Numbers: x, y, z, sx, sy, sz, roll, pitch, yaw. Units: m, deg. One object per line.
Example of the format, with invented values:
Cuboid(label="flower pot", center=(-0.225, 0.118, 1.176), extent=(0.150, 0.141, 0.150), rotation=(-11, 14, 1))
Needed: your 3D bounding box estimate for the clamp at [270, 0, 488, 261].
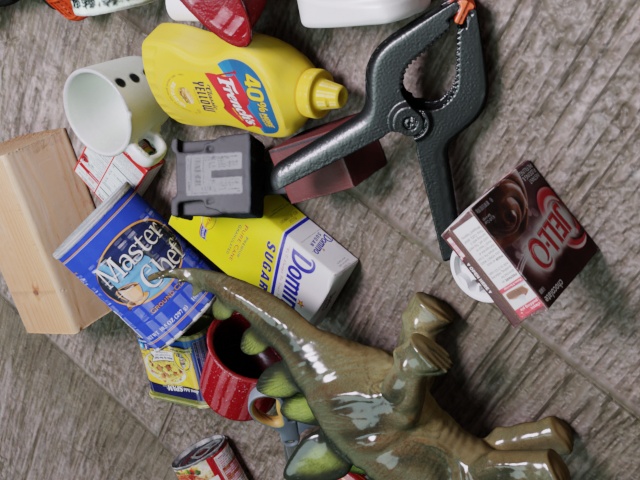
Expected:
Cuboid(label="clamp", center=(0.059, -0.095, 0.825), extent=(0.164, 0.036, 0.210), rotation=(16, 117, -2))

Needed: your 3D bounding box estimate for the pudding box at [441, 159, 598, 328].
Cuboid(label="pudding box", center=(0.149, 0.000, 0.790), extent=(0.090, 0.113, 0.039), rotation=(51, 132, 2))

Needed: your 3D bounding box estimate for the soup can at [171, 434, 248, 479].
Cuboid(label="soup can", center=(-0.114, 0.279, 1.200), extent=(0.069, 0.068, 0.102), rotation=(-19, 103, 44))

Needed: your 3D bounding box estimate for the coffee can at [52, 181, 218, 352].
Cuboid(label="coffee can", center=(-0.178, 0.026, 1.057), extent=(0.140, 0.102, 0.103), rotation=(45, 136, -11))

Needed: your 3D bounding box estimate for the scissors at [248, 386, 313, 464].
Cuboid(label="scissors", center=(-0.014, 0.192, 1.075), extent=(0.096, 0.016, 0.201), rotation=(-11, 144, 12))

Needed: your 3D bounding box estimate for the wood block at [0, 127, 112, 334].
Cuboid(label="wood block", center=(-0.302, -0.009, 1.169), extent=(0.091, 0.090, 0.206), rotation=(-3, 113, 39))

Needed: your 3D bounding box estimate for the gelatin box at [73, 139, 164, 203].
Cuboid(label="gelatin box", center=(-0.208, -0.076, 1.095), extent=(0.073, 0.030, 0.089), rotation=(46, 135, 6))

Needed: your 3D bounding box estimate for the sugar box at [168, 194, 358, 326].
Cuboid(label="sugar box", center=(-0.057, 0.001, 1.006), extent=(0.176, 0.048, 0.093), rotation=(41, 132, 15))

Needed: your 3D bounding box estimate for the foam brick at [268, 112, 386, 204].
Cuboid(label="foam brick", center=(0.007, -0.070, 0.908), extent=(0.078, 0.052, 0.051), rotation=(-13, 106, 44))

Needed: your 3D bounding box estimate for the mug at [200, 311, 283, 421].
Cuboid(label="mug", center=(-0.063, 0.130, 1.066), extent=(0.117, 0.093, 0.082), rotation=(17, 135, -4))

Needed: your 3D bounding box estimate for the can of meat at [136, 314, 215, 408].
Cuboid(label="can of meat", center=(-0.146, 0.125, 1.144), extent=(0.102, 0.057, 0.084), rotation=(4, 116, 38))

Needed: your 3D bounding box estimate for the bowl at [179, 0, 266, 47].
Cuboid(label="bowl", center=(-0.088, -0.231, 0.830), extent=(0.162, 0.055, 0.162), rotation=(47, 168, 12))

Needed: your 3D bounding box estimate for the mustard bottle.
Cuboid(label="mustard bottle", center=(-0.060, -0.134, 0.918), extent=(0.192, 0.058, 0.096), rotation=(12, 139, 32))
